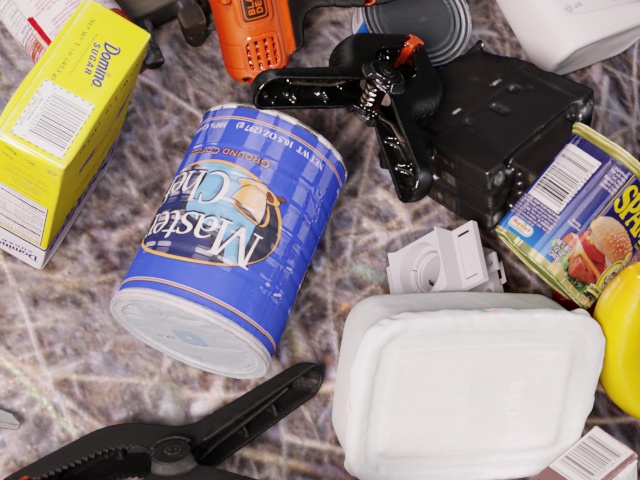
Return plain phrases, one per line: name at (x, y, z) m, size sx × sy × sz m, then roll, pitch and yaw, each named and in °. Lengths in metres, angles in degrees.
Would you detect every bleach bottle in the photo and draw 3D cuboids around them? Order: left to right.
bleach bottle at (0.158, -0.254, 0.839) m, size 0.102 × 0.068 × 0.251 m, roll -22°, pitch 77°, yaw -23°

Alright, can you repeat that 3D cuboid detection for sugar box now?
sugar box at (-0.147, -0.053, 0.611) m, size 0.048 × 0.176 × 0.093 m, roll 29°, pitch 66°, yaw -4°

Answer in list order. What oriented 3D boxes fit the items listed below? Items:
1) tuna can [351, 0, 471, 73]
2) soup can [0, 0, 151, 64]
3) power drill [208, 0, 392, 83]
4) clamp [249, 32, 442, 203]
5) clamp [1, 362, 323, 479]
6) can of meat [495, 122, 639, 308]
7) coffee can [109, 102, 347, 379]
tuna can at (0.067, -0.161, 0.793) m, size 0.086 × 0.034 × 0.086 m, roll 5°, pitch 70°, yaw -16°
soup can at (-0.169, -0.147, 0.696) m, size 0.068 × 0.069 × 0.102 m, roll -38°, pitch 85°, yaw -25°
power drill at (0.006, -0.210, 0.701) m, size 0.187 × 0.184 × 0.057 m, roll -17°, pitch 33°, yaw -11°
clamp at (0.025, -0.096, 0.674) m, size 0.120 × 0.039 × 0.171 m, roll 33°, pitch 32°, yaw -9°
clamp at (-0.079, 0.129, 0.623) m, size 0.210 × 0.164 × 0.036 m, roll -6°, pitch 115°, yaw -2°
can of meat at (0.164, -0.012, 0.667) m, size 0.084 × 0.102 × 0.057 m, roll -50°, pitch 53°, yaw 3°
coffee can at (-0.054, 0.001, 0.663) m, size 0.102 × 0.103 × 0.140 m, roll 26°, pitch 66°, yaw -8°
